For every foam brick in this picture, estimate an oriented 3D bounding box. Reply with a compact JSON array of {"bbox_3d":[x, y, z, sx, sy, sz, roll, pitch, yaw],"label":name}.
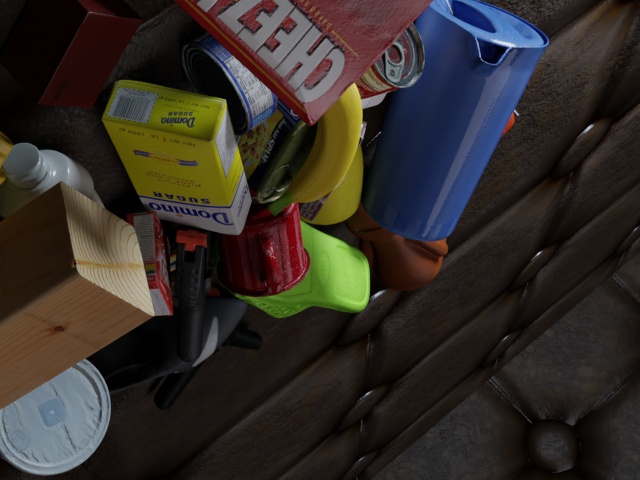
[{"bbox_3d":[-0.169,-0.135,0.719,0.078,0.051,0.052,-53,157,23],"label":"foam brick"}]

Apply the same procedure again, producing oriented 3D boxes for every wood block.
[{"bbox_3d":[-0.240,0.058,0.810,0.206,0.090,0.090,-31,144,16],"label":"wood block"}]

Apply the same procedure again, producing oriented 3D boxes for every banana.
[{"bbox_3d":[0.004,-0.087,0.908,0.069,0.037,0.198,-30,156,-30],"label":"banana"}]

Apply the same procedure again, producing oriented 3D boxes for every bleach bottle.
[{"bbox_3d":[-0.221,0.004,0.887,0.102,0.068,0.251,-37,156,-16],"label":"bleach bottle"}]

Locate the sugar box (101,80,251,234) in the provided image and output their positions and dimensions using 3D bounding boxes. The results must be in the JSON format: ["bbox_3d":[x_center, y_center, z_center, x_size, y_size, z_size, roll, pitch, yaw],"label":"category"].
[{"bbox_3d":[-0.115,-0.064,0.894,0.176,0.093,0.048,82,23,-63],"label":"sugar box"}]

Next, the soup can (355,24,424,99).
[{"bbox_3d":[0.033,-0.159,0.956,0.068,0.068,0.102,-24,-170,-41],"label":"soup can"}]

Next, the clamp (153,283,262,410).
[{"bbox_3d":[-0.141,0.125,1.302,0.164,0.036,0.210,-36,156,-20],"label":"clamp"}]

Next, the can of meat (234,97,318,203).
[{"bbox_3d":[-0.047,-0.099,0.968,0.057,0.084,0.102,-17,147,-50],"label":"can of meat"}]

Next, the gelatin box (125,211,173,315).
[{"bbox_3d":[-0.154,0.023,0.973,0.030,0.073,0.089,-6,159,-1],"label":"gelatin box"}]

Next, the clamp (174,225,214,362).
[{"bbox_3d":[-0.121,0.029,1.036,0.039,0.120,0.172,3,143,-7],"label":"clamp"}]

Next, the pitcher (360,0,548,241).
[{"bbox_3d":[0.129,-0.129,1.114,0.148,0.145,0.243,-13,132,-47],"label":"pitcher"}]

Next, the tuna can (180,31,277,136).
[{"bbox_3d":[-0.073,-0.129,0.860,0.033,0.086,0.086,-37,159,-20],"label":"tuna can"}]

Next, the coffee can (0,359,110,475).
[{"bbox_3d":[-0.258,0.141,0.932,0.102,0.103,0.141,-31,-163,-30],"label":"coffee can"}]

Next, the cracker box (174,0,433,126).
[{"bbox_3d":[0.005,-0.212,0.740,0.214,0.072,0.164,-46,118,7],"label":"cracker box"}]

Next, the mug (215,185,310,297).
[{"bbox_3d":[-0.057,0.001,1.013,0.093,0.117,0.081,-10,129,-5],"label":"mug"}]
